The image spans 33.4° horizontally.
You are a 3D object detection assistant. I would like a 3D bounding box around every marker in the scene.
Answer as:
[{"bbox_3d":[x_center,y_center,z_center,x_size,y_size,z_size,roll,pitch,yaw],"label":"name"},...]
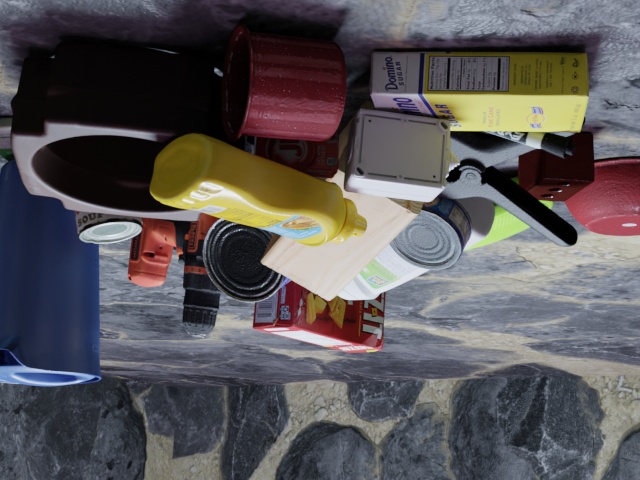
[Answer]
[{"bbox_3d":[0.171,-0.099,0.954,0.121,0.020,0.020,23,177,27],"label":"marker"}]

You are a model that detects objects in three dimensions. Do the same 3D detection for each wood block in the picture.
[{"bbox_3d":[0.027,-0.033,1.057,0.090,0.090,0.206,30,146,-8],"label":"wood block"}]

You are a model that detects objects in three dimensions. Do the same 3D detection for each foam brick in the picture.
[{"bbox_3d":[0.236,-0.074,1.074,0.053,0.051,0.078,4,166,-8],"label":"foam brick"}]

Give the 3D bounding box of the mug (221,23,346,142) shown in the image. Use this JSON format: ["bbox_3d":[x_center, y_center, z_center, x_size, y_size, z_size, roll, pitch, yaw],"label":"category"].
[{"bbox_3d":[-0.033,-0.124,0.863,0.081,0.093,0.117,2,-171,-19],"label":"mug"}]

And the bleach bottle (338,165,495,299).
[{"bbox_3d":[0.076,0.002,1.211,0.102,0.068,0.251,43,135,-15],"label":"bleach bottle"}]

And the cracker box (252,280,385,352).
[{"bbox_3d":[0.007,0.052,1.408,0.072,0.164,0.213,-5,165,36],"label":"cracker box"}]

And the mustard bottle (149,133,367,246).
[{"bbox_3d":[-0.039,-0.035,0.895,0.191,0.058,0.096,18,164,-34],"label":"mustard bottle"}]

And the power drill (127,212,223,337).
[{"bbox_3d":[-0.173,0.024,1.326,0.057,0.184,0.188,13,173,-36],"label":"power drill"}]

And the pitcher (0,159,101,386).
[{"bbox_3d":[-0.300,0.039,1.174,0.144,0.243,0.149,9,164,-30],"label":"pitcher"}]

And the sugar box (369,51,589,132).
[{"bbox_3d":[0.134,-0.124,0.902,0.176,0.048,0.093,-1,166,10],"label":"sugar box"}]

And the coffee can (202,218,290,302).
[{"bbox_3d":[-0.058,0.002,1.227,0.103,0.103,0.140,-3,-166,23],"label":"coffee can"}]

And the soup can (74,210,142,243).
[{"bbox_3d":[-0.226,-0.055,1.111,0.068,0.102,0.068,-11,164,-3],"label":"soup can"}]

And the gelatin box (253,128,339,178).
[{"bbox_3d":[-0.020,-0.101,0.933,0.073,0.089,0.030,4,167,-6],"label":"gelatin box"}]

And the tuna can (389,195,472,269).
[{"bbox_3d":[0.111,-0.011,1.103,0.086,0.033,0.086,17,137,17],"label":"tuna can"}]

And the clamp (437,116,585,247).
[{"bbox_3d":[0.155,-0.079,1.022,0.210,0.036,0.164,18,140,16],"label":"clamp"}]
